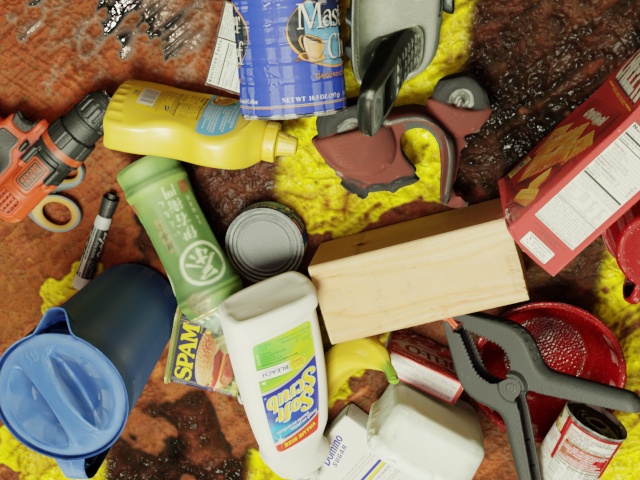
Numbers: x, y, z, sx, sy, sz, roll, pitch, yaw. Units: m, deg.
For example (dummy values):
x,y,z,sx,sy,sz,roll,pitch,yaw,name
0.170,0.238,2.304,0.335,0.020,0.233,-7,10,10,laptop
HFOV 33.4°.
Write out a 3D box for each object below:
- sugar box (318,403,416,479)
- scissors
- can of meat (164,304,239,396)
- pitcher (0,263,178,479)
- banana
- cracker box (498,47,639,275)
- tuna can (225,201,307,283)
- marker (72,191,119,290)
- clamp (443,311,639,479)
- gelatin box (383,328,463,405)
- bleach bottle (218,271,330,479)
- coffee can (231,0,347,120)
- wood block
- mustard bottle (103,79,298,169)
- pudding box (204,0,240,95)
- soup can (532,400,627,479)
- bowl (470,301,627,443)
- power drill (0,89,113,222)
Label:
x,y,z,sx,sy,sz,roll,pitch,yaw,name
0.073,0.273,1.214,0.176,0.048,0.093,39,109,-1,sugar box
-0.350,-0.043,1.191,0.202,0.016,0.096,-14,102,13,scissors
-0.122,0.118,1.188,0.084,0.057,0.102,13,109,2,can of meat
-0.228,0.122,1.106,0.145,0.242,0.149,42,109,-6,pitcher
0.023,0.144,1.150,0.037,0.069,0.198,16,151,-22,banana
0.265,-0.085,1.002,0.072,0.164,0.214,41,110,-8,cracker box
-0.058,0.001,1.150,0.086,0.033,0.086,3,109,8,tuna can
-0.250,0.000,1.188,0.020,0.020,0.121,23,110,1,marker
0.207,0.141,1.063,0.165,0.036,0.210,-46,69,29,clamp
0.111,0.132,1.145,0.089,0.073,0.030,25,109,1,gelatin box
-0.031,0.160,1.124,0.102,0.068,0.251,-22,123,-14,bleach bottle
-0.030,-0.189,1.004,0.103,0.102,0.140,-2,102,10,coffee can
0.103,0.030,1.104,0.206,0.090,0.090,-14,104,14,wood block
-0.117,-0.114,1.088,0.191,0.096,0.058,11,125,5,mustard bottle
-0.053,-0.187,1.085,0.113,0.039,0.090,18,109,4,pudding box
0.259,0.222,1.094,0.068,0.068,0.102,25,111,0,soup can
0.239,0.132,1.134,0.162,0.055,0.162,3,109,8,bowl
-0.328,-0.138,1.127,0.184,0.057,0.187,-43,92,14,power drill
